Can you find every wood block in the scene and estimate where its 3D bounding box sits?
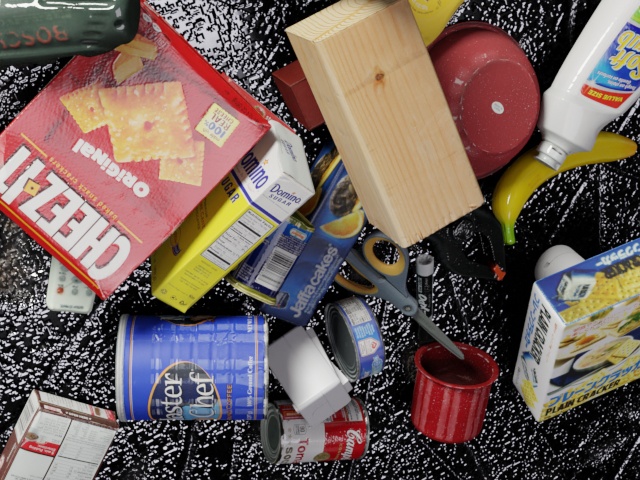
[{"bbox_3d":[0.060,-0.111,0.958,0.090,0.090,0.206,-29,115,-9],"label":"wood block"}]

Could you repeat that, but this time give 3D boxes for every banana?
[{"bbox_3d":[0.249,-0.073,1.138,0.197,0.037,0.069,-34,96,-16],"label":"banana"}]

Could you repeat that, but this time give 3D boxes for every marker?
[{"bbox_3d":[0.112,0.065,1.147,0.020,0.020,0.121,-18,133,-14],"label":"marker"}]

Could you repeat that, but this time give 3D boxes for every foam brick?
[{"bbox_3d":[0.004,-0.148,1.008,0.078,0.053,0.051,-29,120,-7],"label":"foam brick"}]

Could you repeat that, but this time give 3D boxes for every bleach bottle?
[{"bbox_3d":[0.305,-0.180,1.094,0.102,0.068,0.251,31,94,-26],"label":"bleach bottle"}]

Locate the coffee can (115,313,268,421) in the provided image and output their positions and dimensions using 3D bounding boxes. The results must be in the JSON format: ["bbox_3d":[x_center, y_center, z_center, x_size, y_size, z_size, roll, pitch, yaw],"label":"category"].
[{"bbox_3d":[-0.121,0.122,1.027,0.140,0.103,0.103,0,113,-4],"label":"coffee can"}]

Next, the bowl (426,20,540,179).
[{"bbox_3d":[0.162,-0.135,1.057,0.161,0.055,0.162,-6,103,-25],"label":"bowl"}]

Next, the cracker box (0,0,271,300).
[{"bbox_3d":[-0.175,-0.081,0.929,0.164,0.072,0.213,44,89,-15],"label":"cracker box"}]

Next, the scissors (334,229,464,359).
[{"bbox_3d":[0.097,0.054,1.116,0.201,0.016,0.096,30,129,-15],"label":"scissors"}]

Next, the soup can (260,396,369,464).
[{"bbox_3d":[-0.007,0.204,1.150,0.102,0.069,0.068,1,112,-22],"label":"soup can"}]

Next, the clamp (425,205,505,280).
[{"bbox_3d":[0.146,-0.026,1.128,0.171,0.039,0.120,36,99,-30],"label":"clamp"}]

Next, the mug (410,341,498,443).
[{"bbox_3d":[0.151,0.166,1.193,0.117,0.093,0.081,-30,134,-50],"label":"mug"}]

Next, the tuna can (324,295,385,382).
[{"bbox_3d":[0.036,0.101,1.111,0.033,0.086,0.086,-16,117,-17],"label":"tuna can"}]

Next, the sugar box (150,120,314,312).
[{"bbox_3d":[-0.085,-0.022,0.976,0.048,0.093,0.176,32,115,-30],"label":"sugar box"}]

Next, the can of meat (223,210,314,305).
[{"bbox_3d":[-0.057,0.001,1.021,0.057,0.102,0.084,27,98,-29],"label":"can of meat"}]

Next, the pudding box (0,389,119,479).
[{"bbox_3d":[-0.266,0.214,1.068,0.089,0.039,0.113,22,105,-29],"label":"pudding box"}]
